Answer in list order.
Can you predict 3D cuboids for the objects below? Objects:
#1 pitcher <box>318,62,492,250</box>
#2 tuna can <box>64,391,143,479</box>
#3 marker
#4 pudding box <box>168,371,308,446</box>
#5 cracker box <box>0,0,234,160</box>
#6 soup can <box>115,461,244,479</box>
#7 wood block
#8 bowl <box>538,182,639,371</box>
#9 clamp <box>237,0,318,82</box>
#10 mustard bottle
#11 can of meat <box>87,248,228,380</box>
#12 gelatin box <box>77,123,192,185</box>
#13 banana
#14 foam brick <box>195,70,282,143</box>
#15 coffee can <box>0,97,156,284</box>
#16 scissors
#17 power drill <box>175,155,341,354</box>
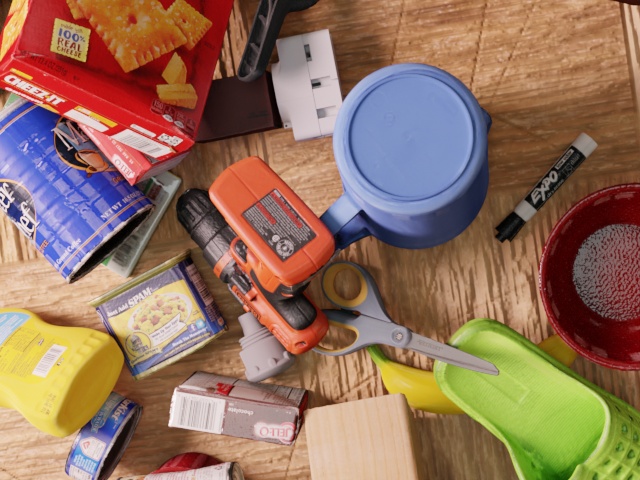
[{"bbox_3d":[0.066,-0.057,0.851,0.145,0.242,0.149,7,88,7],"label":"pitcher"},{"bbox_3d":[-0.196,0.180,0.967,0.034,0.086,0.086,26,95,4],"label":"tuna can"},{"bbox_3d":[0.200,-0.045,0.954,0.020,0.020,0.121,42,96,1],"label":"marker"},{"bbox_3d":[-0.070,0.149,0.952,0.113,0.090,0.039,10,93,4],"label":"pudding box"},{"bbox_3d":[-0.158,-0.197,0.874,0.164,0.072,0.213,25,68,-31],"label":"cracker box"},{"bbox_3d":[-0.115,0.224,0.888,0.102,0.068,0.068,-10,93,5],"label":"soup can"},{"bbox_3d":[0.049,0.245,0.906,0.090,0.091,0.206,-11,65,7],"label":"wood block"},{"bbox_3d":[0.269,0.030,0.934,0.162,0.055,0.162,0,93,5],"label":"bowl"},{"bbox_3d":[-0.046,-0.229,0.902,0.039,0.171,0.120,3,136,40],"label":"clamp"},{"bbox_3d":[-0.276,0.108,0.960,0.192,0.058,0.096,13,55,30],"label":"mustard bottle"},{"bbox_3d":[-0.145,0.068,0.970,0.102,0.057,0.084,-28,93,6],"label":"can of meat"},{"bbox_3d":[-0.163,-0.091,0.945,0.030,0.089,0.073,-42,89,24],"label":"gelatin box"},{"bbox_3d":[0.141,0.120,0.960,0.198,0.037,0.069,-5,94,5],"label":"banana"},{"bbox_3d":[-0.079,-0.119,0.956,0.078,0.051,0.053,-9,94,5],"label":"foam brick"},{"bbox_3d":[-0.228,-0.047,0.931,0.103,0.103,0.140,-42,91,6],"label":"coffee can"},{"bbox_3d":[0.066,0.064,0.928,0.202,0.016,0.096,-1,77,35],"label":"scissors"},{"bbox_3d":[-0.056,0.001,0.893,0.057,0.188,0.184,-41,79,-17],"label":"power drill"}]
